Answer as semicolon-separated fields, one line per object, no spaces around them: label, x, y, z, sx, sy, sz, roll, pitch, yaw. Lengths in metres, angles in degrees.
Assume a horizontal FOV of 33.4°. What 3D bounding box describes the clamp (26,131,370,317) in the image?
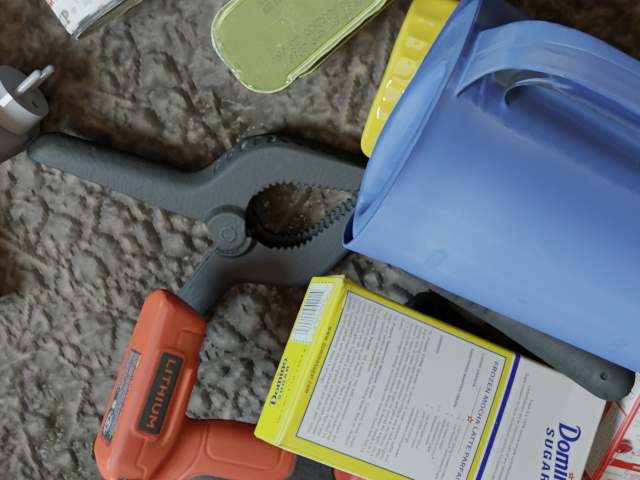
clamp;-0.054;0.001;0.633;0.210;0.036;0.164;-8;111;7

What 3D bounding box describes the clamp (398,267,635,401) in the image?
clamp;0.093;0.030;0.574;0.171;0.120;0.039;29;91;-4

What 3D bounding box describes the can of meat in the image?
can of meat;-0.004;-0.126;0.561;0.102;0.084;0.057;-38;99;18

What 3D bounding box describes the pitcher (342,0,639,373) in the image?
pitcher;0.144;-0.008;0.484;0.242;0.149;0.145;26;114;-5

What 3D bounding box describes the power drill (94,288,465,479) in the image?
power drill;-0.017;0.092;0.597;0.187;0.057;0.184;22;80;-17

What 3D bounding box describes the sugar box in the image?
sugar box;0.063;0.093;0.575;0.176;0.048;0.093;25;80;-21
